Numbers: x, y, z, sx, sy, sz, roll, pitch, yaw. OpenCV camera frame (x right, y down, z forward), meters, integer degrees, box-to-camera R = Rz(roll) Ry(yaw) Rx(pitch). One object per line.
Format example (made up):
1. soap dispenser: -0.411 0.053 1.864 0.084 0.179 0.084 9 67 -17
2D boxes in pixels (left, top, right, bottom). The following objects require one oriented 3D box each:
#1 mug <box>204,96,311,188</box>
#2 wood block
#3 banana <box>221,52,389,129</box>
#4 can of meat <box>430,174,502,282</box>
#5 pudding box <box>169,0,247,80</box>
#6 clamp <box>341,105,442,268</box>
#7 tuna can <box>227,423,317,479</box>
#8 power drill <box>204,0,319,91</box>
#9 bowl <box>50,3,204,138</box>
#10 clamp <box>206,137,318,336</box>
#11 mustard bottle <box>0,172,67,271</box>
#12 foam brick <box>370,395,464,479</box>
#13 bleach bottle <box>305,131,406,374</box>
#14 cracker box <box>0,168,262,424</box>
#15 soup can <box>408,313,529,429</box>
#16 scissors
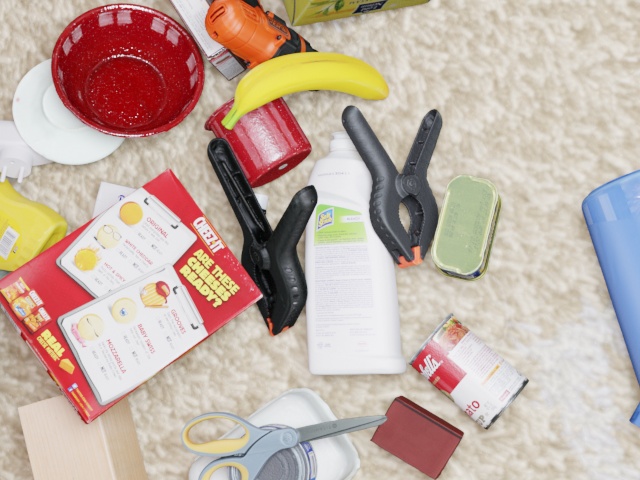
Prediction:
1. mug: -0.070 -0.103 1.127 0.117 0.093 0.081 -36 83 37
2. wood block: -0.236 0.261 1.119 0.091 0.090 0.206 -17 82 9
3. banana: -0.008 -0.160 1.076 0.197 0.070 0.037 -13 59 -28
4. can of meat: 0.146 -0.012 1.070 0.057 0.084 0.102 13 88 11
5. pudding box: -0.124 -0.234 1.142 0.039 0.090 0.113 -36 80 5
6. clamp: 0.089 -0.061 1.089 0.120 0.039 0.171 -12 90 -27
7. tuna can: -0.048 0.224 1.050 0.086 0.033 0.086 -1 84 11
8. power drill: -0.070 -0.249 1.113 0.057 0.184 0.188 -37 59 20
9. bowl: -0.208 -0.173 1.153 0.162 0.055 0.162 4 70 -12
10. clamp: -0.057 0.001 1.083 0.036 0.210 0.165 -25 43 -29
11. mustard bottle: -0.379 -0.033 1.190 0.192 0.058 0.096 35 106 12
12. foam brick: 0.099 0.198 1.077 0.078 0.053 0.051 29 91 13
13. bleach bottle: 0.035 0.012 1.103 0.103 0.068 0.251 -2 82 13
14. cracker box: -0.193 0.056 1.073 0.213 0.072 0.164 -36 90 -18
15. soup can: 0.148 0.131 1.065 0.102 0.068 0.068 41 93 11
16. scissors: -0.038 0.208 1.023 0.202 0.016 0.096 3 86 12
